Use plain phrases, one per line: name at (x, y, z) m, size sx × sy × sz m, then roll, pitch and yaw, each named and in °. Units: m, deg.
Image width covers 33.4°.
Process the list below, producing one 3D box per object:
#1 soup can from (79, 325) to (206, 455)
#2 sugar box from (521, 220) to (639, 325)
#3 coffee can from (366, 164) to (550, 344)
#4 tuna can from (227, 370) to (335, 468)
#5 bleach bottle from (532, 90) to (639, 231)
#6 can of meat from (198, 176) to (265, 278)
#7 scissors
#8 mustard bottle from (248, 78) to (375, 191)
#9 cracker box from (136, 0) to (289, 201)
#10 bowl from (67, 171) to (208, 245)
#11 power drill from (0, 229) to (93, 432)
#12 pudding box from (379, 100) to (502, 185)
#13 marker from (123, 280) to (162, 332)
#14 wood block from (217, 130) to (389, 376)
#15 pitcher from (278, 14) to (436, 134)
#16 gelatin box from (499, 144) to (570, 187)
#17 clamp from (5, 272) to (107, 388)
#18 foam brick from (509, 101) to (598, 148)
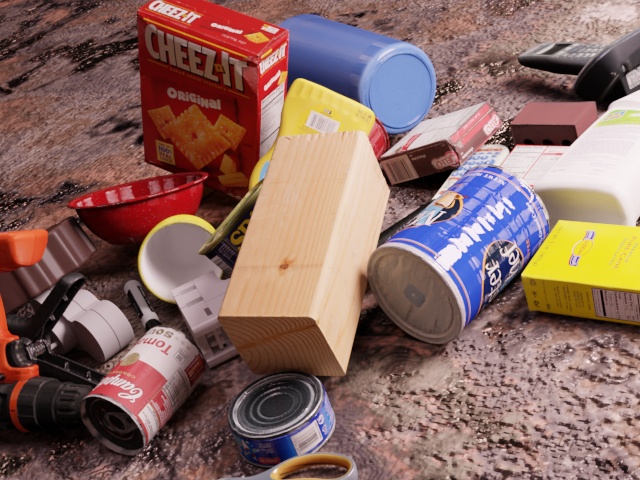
soup can at (-0.156, 0.132, 0.949) m, size 0.069 × 0.068 × 0.102 m, roll 2°, pitch 35°, yaw 33°
sugar box at (0.269, 0.028, 0.896) m, size 0.177 × 0.048 × 0.093 m, roll 3°, pitch 36°, yaw 36°
coffee can at (0.124, 0.011, 0.952) m, size 0.103 × 0.103 × 0.140 m, roll 13°, pitch 42°, yaw 44°
tuna can at (-0.033, 0.147, 0.886) m, size 0.086 × 0.034 × 0.086 m, roll -14°, pitch 30°, yaw 8°
bleach bottle at (0.305, -0.088, 1.057) m, size 0.103 × 0.068 × 0.250 m, roll 7°, pitch 37°, yaw 38°
can of meat at (-0.057, 0.001, 1.064) m, size 0.102 × 0.084 × 0.058 m, roll -52°, pitch 10°, yaw -26°
scissors at (-0.069, 0.206, 0.825) m, size 0.202 × 0.016 × 0.096 m, roll -13°, pitch 30°, yaw 12°
mustard bottle at (-0.022, -0.067, 1.131) m, size 0.096 × 0.191 × 0.058 m, roll 24°, pitch 3°, yaw -1°
cracker box at (-0.126, -0.161, 1.232) m, size 0.164 × 0.214 × 0.072 m, roll 23°, pitch 45°, yaw 19°
bowl at (-0.201, -0.033, 1.210) m, size 0.162 × 0.055 × 0.162 m, roll -11°, pitch 11°, yaw 2°
power drill at (-0.285, 0.085, 0.992) m, size 0.185 × 0.188 × 0.057 m, roll -2°, pitch 4°, yaw 26°
pudding box at (0.132, -0.108, 1.183) m, size 0.114 × 0.039 × 0.089 m, roll -10°, pitch 25°, yaw 50°
marker at (-0.183, 0.074, 1.111) m, size 0.020 × 0.020 × 0.121 m, roll -26°, pitch 30°, yaw -11°
wood block at (-0.010, 0.009, 0.947) m, size 0.091 × 0.090 × 0.206 m, roll -2°, pitch 50°, yaw 23°
pitcher at (0.044, -0.203, 1.327) m, size 0.149 × 0.145 × 0.243 m, roll -38°, pitch 31°, yaw -15°
gelatin box at (0.220, -0.064, 1.098) m, size 0.073 × 0.030 × 0.089 m, roll 4°, pitch 37°, yaw 38°
clamp at (-0.273, 0.115, 1.043) m, size 0.172 × 0.120 × 0.039 m, roll -27°, pitch -10°, yaw 28°
foam brick at (0.252, -0.114, 1.139) m, size 0.078 × 0.053 × 0.051 m, roll 5°, pitch 37°, yaw 37°
